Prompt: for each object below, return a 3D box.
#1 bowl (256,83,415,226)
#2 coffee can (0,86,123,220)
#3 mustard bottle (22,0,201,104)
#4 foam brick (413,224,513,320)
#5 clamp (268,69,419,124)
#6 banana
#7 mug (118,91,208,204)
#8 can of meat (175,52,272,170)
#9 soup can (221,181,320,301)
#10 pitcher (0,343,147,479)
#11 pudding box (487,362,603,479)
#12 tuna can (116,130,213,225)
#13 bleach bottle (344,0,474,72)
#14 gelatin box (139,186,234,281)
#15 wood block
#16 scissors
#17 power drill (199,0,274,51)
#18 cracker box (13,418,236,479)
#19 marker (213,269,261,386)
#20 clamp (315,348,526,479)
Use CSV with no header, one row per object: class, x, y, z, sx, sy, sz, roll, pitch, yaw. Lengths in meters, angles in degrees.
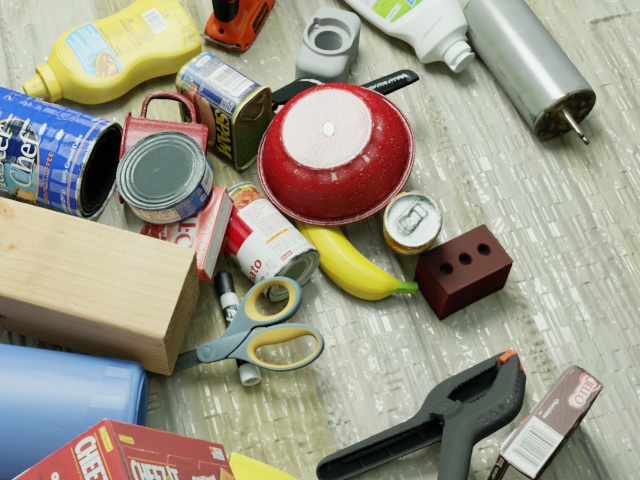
bowl,0.010,-0.097,1.045,0.162,0.055,0.162,-5,65,10
coffee can,-0.280,-0.089,1.060,0.140,0.103,0.102,18,60,8
mustard bottle,-0.231,-0.198,1.155,0.191,0.058,0.096,-27,65,-18
foam brick,0.137,0.030,1.036,0.078,0.051,0.053,-26,63,-17
clamp,0.021,-0.138,1.118,0.171,0.039,0.120,19,89,8
banana,0.013,-0.008,1.066,0.069,0.037,0.198,-18,61,-38
mug,-0.155,-0.091,1.070,0.081,0.093,0.117,5,88,-5
can of meat,-0.099,-0.135,1.098,0.084,0.102,0.057,35,63,20
soup can,-0.057,0.001,1.036,0.068,0.068,0.102,-36,67,-21
pitcher,-0.275,0.158,0.907,0.242,0.149,0.145,5,44,-3
pudding box,0.194,0.171,0.930,0.039,0.090,0.113,38,65,20
tuna can,-0.143,-0.057,0.988,0.086,0.033,0.086,-6,60,11
bleach bottle,0.077,-0.281,1.207,0.251,0.103,0.067,51,33,17
gelatin box,-0.128,-0.010,0.996,0.073,0.030,0.089,6,65,18
wood block,-0.219,0.039,0.941,0.206,0.091,0.090,15,62,4
scissors,-0.097,0.084,0.982,0.202,0.016,0.096,-3,81,7
power drill,-0.084,-0.313,1.157,0.057,0.188,0.184,22,62,12
cracker box,-0.183,0.223,0.792,0.214,0.164,0.072,-33,63,13
marker,-0.080,0.081,1.015,0.020,0.020,0.121,-13,60,-10
clamp,0.116,0.163,0.923,0.209,0.165,0.036,-32,110,-27
